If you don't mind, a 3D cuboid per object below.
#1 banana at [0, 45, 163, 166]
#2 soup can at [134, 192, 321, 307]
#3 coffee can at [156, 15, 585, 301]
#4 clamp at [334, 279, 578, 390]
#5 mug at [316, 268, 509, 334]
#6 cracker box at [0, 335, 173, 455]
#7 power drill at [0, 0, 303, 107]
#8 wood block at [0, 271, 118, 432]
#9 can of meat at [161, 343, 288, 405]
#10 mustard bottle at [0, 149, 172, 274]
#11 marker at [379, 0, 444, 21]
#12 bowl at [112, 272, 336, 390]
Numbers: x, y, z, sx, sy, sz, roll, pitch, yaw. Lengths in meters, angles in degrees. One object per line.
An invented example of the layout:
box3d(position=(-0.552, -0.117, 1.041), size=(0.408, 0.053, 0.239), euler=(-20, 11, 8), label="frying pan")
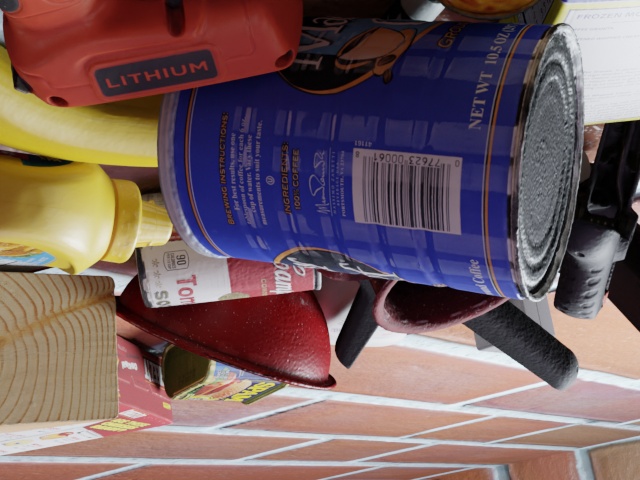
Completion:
box3d(position=(-0.090, -0.058, 0.475), size=(0.197, 0.037, 0.070), euler=(9, 158, -42), label="banana")
box3d(position=(-0.054, 0.001, 0.621), size=(0.102, 0.068, 0.068), euler=(-6, 162, -4), label="soup can")
box3d(position=(0.022, -0.036, 0.418), size=(0.140, 0.103, 0.102), euler=(7, 169, 24), label="coffee can")
box3d(position=(0.047, 0.019, 0.638), size=(0.165, 0.036, 0.210), euler=(-5, 135, 34), label="clamp")
box3d(position=(0.043, -0.012, 0.506), size=(0.117, 0.081, 0.093), euler=(-11, 149, -21), label="mug")
box3d(position=(-0.259, 0.139, 0.942), size=(0.214, 0.072, 0.164), euler=(-12, 162, 8), label="cracker box")
box3d(position=(-0.055, -0.110, 0.307), size=(0.184, 0.057, 0.187), euler=(-7, 159, 6), label="power drill")
box3d(position=(-0.215, 0.081, 0.705), size=(0.090, 0.090, 0.207), euler=(3, 167, -32), label="wood block")
box3d(position=(-0.085, 0.112, 0.962), size=(0.083, 0.057, 0.102), euler=(7, 156, -33), label="can of meat")
box3d(position=(-0.160, -0.018, 0.492), size=(0.191, 0.058, 0.096), euler=(8, 175, -28), label="mustard bottle")
box3d(position=(0.034, -0.091, 0.459), size=(0.020, 0.020, 0.121), euler=(0, 160, -24), label="marker")
box3d(position=(-0.056, 0.043, 0.703), size=(0.162, 0.055, 0.162), euler=(21, -178, -1), label="bowl")
